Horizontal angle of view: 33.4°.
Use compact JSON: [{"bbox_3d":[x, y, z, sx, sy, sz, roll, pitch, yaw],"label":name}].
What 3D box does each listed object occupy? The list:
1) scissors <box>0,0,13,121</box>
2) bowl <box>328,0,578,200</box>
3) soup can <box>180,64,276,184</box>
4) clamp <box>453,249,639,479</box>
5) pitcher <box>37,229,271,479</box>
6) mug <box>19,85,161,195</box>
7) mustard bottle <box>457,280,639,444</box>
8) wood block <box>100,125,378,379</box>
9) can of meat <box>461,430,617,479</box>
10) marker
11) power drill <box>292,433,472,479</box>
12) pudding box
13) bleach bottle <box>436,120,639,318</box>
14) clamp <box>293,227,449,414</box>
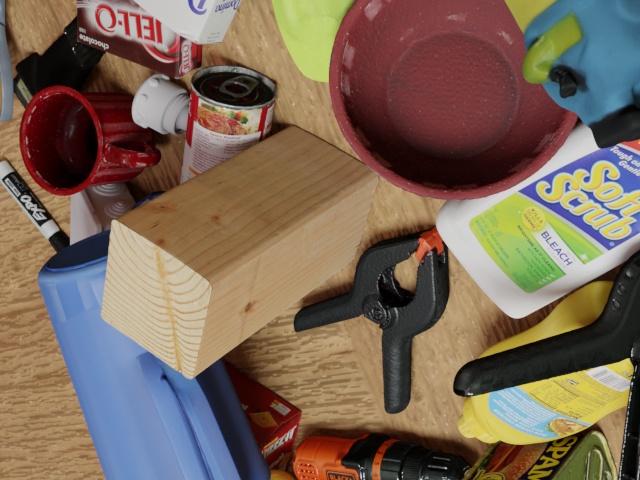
[{"bbox_3d":[-0.309,-0.213,1.004,0.096,0.016,0.202,12,106,58],"label":"scissors"},{"bbox_3d":[0.087,-0.102,0.697,0.162,0.055,0.162,-1,84,5],"label":"bowl"},{"bbox_3d":[-0.076,-0.080,0.860,0.069,0.068,0.102,29,129,23],"label":"soup can"},{"bbox_3d":[0.205,0.076,0.661,0.164,0.210,0.036,50,176,-15],"label":"clamp"},{"bbox_3d":[-0.133,0.115,0.865,0.149,0.144,0.243,-12,107,20],"label":"pitcher"},{"bbox_3d":[-0.190,-0.085,0.927,0.117,0.081,0.093,16,105,27],"label":"mug"},{"bbox_3d":[0.165,0.101,0.766,0.096,0.058,0.192,27,138,-21],"label":"mustard bottle"},{"bbox_3d":[-0.055,0.001,0.793,0.090,0.205,0.091,31,128,21],"label":"wood block"},{"bbox_3d":[0.160,0.186,0.797,0.084,0.101,0.057,-10,107,43],"label":"can of meat"},{"bbox_3d":[-0.292,-0.030,1.090,0.121,0.020,0.020,51,133,4],"label":"marker"},{"bbox_3d":[0.071,0.259,0.937,0.185,0.057,0.187,-2,109,43],"label":"power drill"},{"bbox_3d":[-0.149,-0.194,0.876,0.114,0.039,0.090,24,126,26],"label":"pudding box"},{"bbox_3d":[0.192,-0.047,0.674,0.102,0.068,0.251,51,131,1],"label":"bleach bottle"},{"bbox_3d":[0.058,0.062,0.853,0.120,0.039,0.172,43,132,3],"label":"clamp"}]
